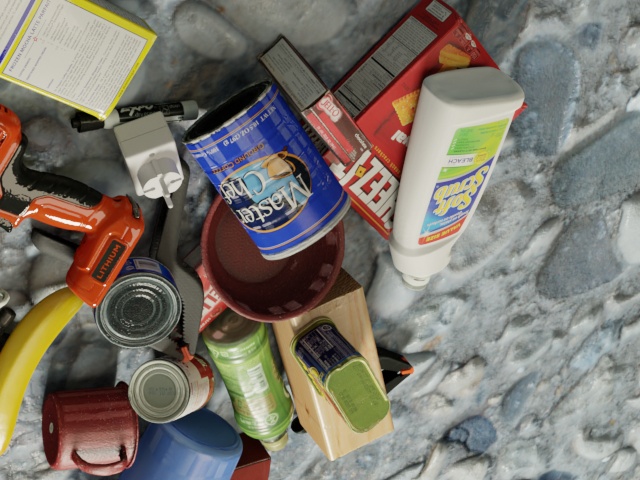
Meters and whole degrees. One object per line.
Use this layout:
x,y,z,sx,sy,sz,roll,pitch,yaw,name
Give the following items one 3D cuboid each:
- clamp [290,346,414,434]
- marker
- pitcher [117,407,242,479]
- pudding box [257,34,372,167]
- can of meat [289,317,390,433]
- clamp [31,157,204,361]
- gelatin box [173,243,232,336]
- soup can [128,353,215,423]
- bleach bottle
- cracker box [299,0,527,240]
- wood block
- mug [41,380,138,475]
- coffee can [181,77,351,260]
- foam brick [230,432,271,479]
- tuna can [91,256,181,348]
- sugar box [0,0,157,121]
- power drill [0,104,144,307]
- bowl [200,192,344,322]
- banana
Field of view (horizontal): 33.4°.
0.036,0.169,1.332,0.171,0.039,0.120,-22,135,-19,clamp
-0.171,-0.115,0.987,0.120,0.020,0.020,-11,128,-28,marker
-0.176,0.317,1.221,0.149,0.145,0.243,20,105,-27,pitcher
-0.005,-0.133,1.019,0.039,0.114,0.090,-40,136,2,pudding box
0.023,0.144,1.126,0.057,0.084,0.102,-36,125,-9,can of meat
-0.183,0.037,1.060,0.164,0.036,0.210,-22,118,-16,clamp
-0.132,0.056,1.135,0.089,0.030,0.073,-42,135,1,gelatin box
-0.157,0.155,1.134,0.068,0.068,0.102,-47,172,5,soup can
0.130,-0.053,1.109,0.102,0.068,0.251,-12,133,-26,bleach bottle
0.094,-0.124,1.124,0.214,0.072,0.164,-45,135,4,cracker box
0.010,0.135,1.223,0.090,0.091,0.206,-23,122,-16,wood block
-0.240,0.204,1.117,0.081,0.117,0.093,-1,123,-28,mug
-0.050,-0.067,1.011,0.102,0.103,0.140,-36,109,-6,coffee can
-0.107,0.277,1.305,0.078,0.053,0.051,-13,129,-25,foam brick
-0.178,0.060,1.030,0.086,0.034,0.086,-8,118,-16,tuna can
-0.234,-0.174,0.882,0.176,0.048,0.093,23,108,-39,sugar box
-0.267,-0.010,0.949,0.187,0.057,0.184,28,103,-31,power drill
-0.057,0.001,1.102,0.161,0.055,0.162,-2,94,-28,bowl
-0.283,0.119,1.042,0.069,0.037,0.198,38,82,-45,banana
